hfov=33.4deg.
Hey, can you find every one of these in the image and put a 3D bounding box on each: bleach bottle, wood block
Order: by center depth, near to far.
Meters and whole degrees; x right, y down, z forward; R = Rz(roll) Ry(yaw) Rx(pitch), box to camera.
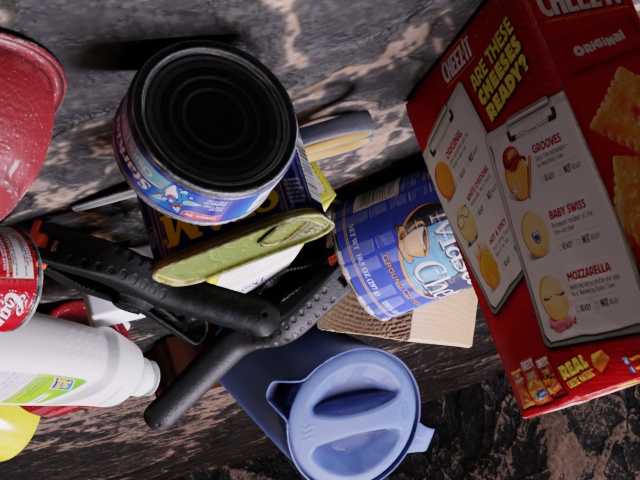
[{"bbox_3d":[-0.228,0.085,0.763,0.103,0.068,0.250,-28,149,36],"label":"bleach bottle"},{"bbox_3d":[0.080,0.049,1.004,0.090,0.091,0.205,6,176,23],"label":"wood block"}]

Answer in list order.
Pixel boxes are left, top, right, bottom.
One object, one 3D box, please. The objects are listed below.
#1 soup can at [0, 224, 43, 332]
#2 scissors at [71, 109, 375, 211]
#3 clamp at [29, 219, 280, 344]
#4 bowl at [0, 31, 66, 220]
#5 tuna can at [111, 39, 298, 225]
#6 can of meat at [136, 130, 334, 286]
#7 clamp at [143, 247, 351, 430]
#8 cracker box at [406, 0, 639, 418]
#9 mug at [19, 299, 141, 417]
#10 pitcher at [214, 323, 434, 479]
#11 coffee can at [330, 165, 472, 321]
[{"bbox_3d":[-0.226,0.021,0.631,0.069,0.068,0.102,-26,163,31],"label":"soup can"},{"bbox_3d":[-0.052,-0.047,0.681,0.202,0.016,0.096,-15,177,25],"label":"scissors"},{"bbox_3d":[-0.123,0.034,0.732,0.171,0.039,0.120,25,153,-18],"label":"clamp"},{"bbox_3d":[-0.190,-0.035,0.485,0.162,0.055,0.162,-17,166,-5],"label":"bowl"},{"bbox_3d":[-0.055,-0.053,0.514,0.086,0.086,0.034,-10,162,-28],"label":"tuna can"},{"bbox_3d":[-0.054,-0.031,0.599,0.102,0.084,0.057,-21,166,13],"label":"can of meat"},{"bbox_3d":[-0.057,0.057,0.897,0.210,0.164,0.036,-32,120,17],"label":"clamp"},{"bbox_3d":[0.139,-0.022,0.597,0.072,0.214,0.164,-14,166,-21],"label":"cracker box"},{"bbox_3d":[-0.212,0.106,0.929,0.117,0.093,0.082,-3,165,-43],"label":"mug"},{"bbox_3d":[-0.009,0.141,1.041,0.144,0.149,0.243,-28,-159,-18],"label":"pitcher"},{"bbox_3d":[0.093,-0.009,0.824,0.140,0.103,0.102,-23,165,22],"label":"coffee can"}]
